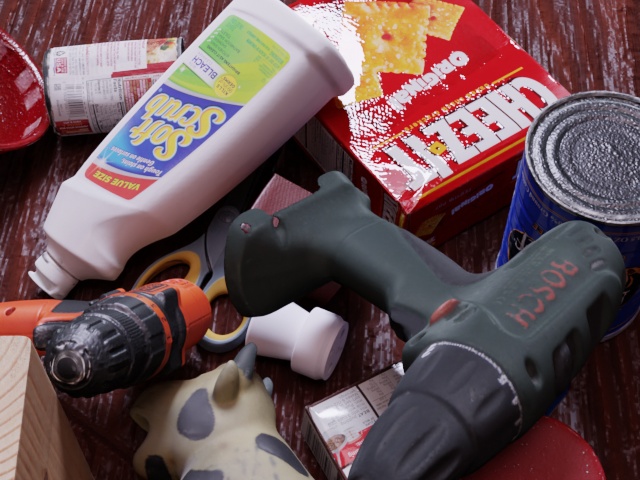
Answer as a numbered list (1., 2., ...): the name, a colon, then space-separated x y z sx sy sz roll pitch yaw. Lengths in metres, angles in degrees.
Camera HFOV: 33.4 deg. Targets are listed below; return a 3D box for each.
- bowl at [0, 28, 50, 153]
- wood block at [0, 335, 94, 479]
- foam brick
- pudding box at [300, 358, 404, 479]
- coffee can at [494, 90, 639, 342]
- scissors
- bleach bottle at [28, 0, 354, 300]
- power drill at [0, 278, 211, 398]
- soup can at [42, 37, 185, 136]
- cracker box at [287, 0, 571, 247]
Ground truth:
1. bowl: -0.282 -0.111 0.786 0.162 0.055 0.162 31 33 -23
2. wood block: -0.172 0.139 0.545 0.090 0.206 0.091 -2 54 -2
3. foam brick: -0.016 0.003 0.720 0.078 0.053 0.051 30 59 -3
4. pudding box: 0.053 0.134 0.648 0.090 0.039 0.113 -24 61 -18
5. coffee can: 0.172 -0.011 0.685 0.103 0.140 0.103 0 55 0
6. scissors: -0.055 0.001 0.756 0.096 0.016 0.201 31 62 19
7. bleach bottle: -0.098 -0.054 0.731 0.251 0.068 0.103 -47 60 -2
8. power drill: -0.173 0.059 0.628 0.188 0.184 0.057 -1 93 12
9. soup can: -0.152 -0.115 0.807 0.102 0.068 0.068 -5 55 -2
10. cracker box: 0.065 -0.110 0.797 0.164 0.072 0.214 -30 60 -17
